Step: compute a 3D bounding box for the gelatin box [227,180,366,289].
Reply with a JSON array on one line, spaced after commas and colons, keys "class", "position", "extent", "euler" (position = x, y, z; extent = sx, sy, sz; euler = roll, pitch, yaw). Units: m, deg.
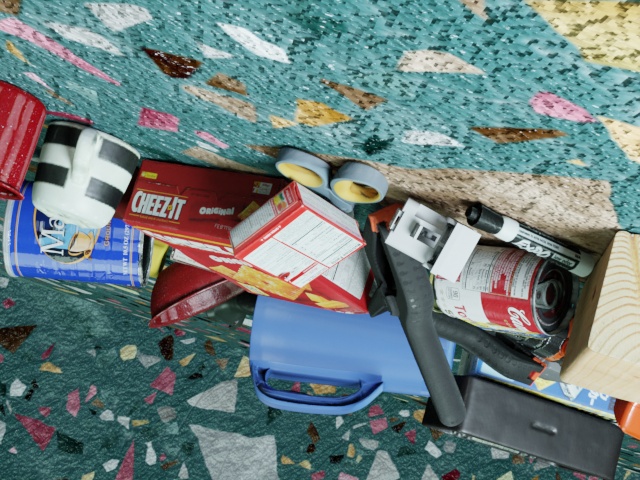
[{"class": "gelatin box", "position": [-0.019, -0.003, 0.859], "extent": [0.073, 0.030, 0.089], "euler": [-36, 142, 22]}]

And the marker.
[{"class": "marker", "position": [0.159, -0.001, 0.810], "extent": [0.121, 0.020, 0.020], "euler": [22, 168, -26]}]

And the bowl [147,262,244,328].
[{"class": "bowl", "position": [-0.150, 0.050, 1.329], "extent": [0.162, 0.055, 0.162], "euler": [-25, 172, -4]}]

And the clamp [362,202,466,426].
[{"class": "clamp", "position": [0.076, 0.056, 0.920], "extent": [0.165, 0.036, 0.210], "euler": [57, 167, 38]}]

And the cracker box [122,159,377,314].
[{"class": "cracker box", "position": [-0.057, 0.001, 1.015], "extent": [0.164, 0.072, 0.213], "euler": [9, 166, 33]}]

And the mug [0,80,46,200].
[{"class": "mug", "position": [-0.288, -0.091, 0.880], "extent": [0.117, 0.081, 0.093], "euler": [22, 168, -27]}]

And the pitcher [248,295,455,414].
[{"class": "pitcher", "position": [0.038, 0.126, 1.279], "extent": [0.243, 0.149, 0.145], "euler": [9, -172, 8]}]

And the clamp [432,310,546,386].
[{"class": "clamp", "position": [0.150, 0.094, 1.056], "extent": [0.171, 0.039, 0.120], "euler": [33, -159, -3]}]

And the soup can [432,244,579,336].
[{"class": "soup can", "position": [0.152, 0.038, 0.885], "extent": [0.102, 0.068, 0.068], "euler": [8, 166, 43]}]

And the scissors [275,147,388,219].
[{"class": "scissors", "position": [0.002, -0.040, 0.869], "extent": [0.096, 0.016, 0.202], "euler": [20, 169, -7]}]

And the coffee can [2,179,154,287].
[{"class": "coffee can", "position": [-0.249, -0.008, 1.113], "extent": [0.140, 0.103, 0.103], "euler": [5, 170, -2]}]
